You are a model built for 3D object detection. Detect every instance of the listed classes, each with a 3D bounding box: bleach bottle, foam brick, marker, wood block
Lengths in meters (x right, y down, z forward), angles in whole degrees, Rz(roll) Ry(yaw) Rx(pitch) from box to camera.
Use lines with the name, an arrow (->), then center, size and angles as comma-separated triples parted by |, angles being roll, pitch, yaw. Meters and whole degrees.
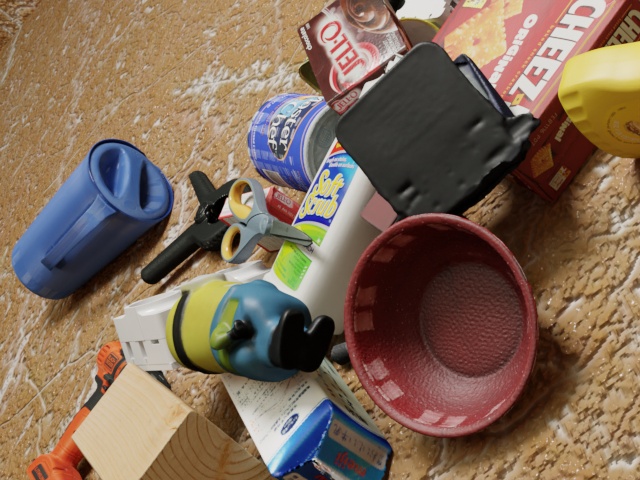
bleach bottle -> 0.028, -0.047, 0.958 | 0.251, 0.068, 0.103 | -68, 28, 13
foam brick -> 0.083, -0.016, 0.902 | 0.053, 0.078, 0.051 | -54, 30, 3
marker -> 0.053, 0.082, 0.907 | 0.121, 0.020, 0.020 | -28, 39, 40
wood block -> -0.132, 0.180, 0.901 | 0.090, 0.090, 0.206 | -52, 21, -11

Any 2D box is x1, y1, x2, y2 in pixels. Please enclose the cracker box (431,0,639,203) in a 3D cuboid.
cracker box -> 0.168, -0.144, 0.912 | 0.164, 0.072, 0.214 | -55, 29, 4

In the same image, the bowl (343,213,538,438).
bowl -> 0.097, 0.060, 0.782 | 0.162, 0.055, 0.162 | 1, 92, 37

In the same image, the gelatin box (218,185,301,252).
gelatin box -> -0.052, -0.022, 1.116 | 0.089, 0.073, 0.030 | -12, 51, 52

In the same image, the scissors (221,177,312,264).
scissors -> -0.057, 0.001, 1.011 | 0.202, 0.016, 0.096 | 50, 124, 58

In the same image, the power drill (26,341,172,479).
power drill -> -0.243, 0.209, 1.185 | 0.187, 0.057, 0.185 | -56, 25, -7

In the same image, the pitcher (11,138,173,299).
pitcher -> -0.327, -0.016, 1.466 | 0.243, 0.149, 0.145 | -40, 57, 33

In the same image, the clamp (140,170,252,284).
clamp -> -0.137, -0.018, 1.278 | 0.210, 0.036, 0.164 | 0, 60, 56

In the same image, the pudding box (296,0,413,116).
pudding box -> 0.035, -0.180, 0.995 | 0.090, 0.039, 0.113 | -34, 48, 17

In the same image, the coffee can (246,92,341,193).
coffee can -> -0.001, -0.096, 1.085 | 0.103, 0.102, 0.140 | -59, 29, -7
